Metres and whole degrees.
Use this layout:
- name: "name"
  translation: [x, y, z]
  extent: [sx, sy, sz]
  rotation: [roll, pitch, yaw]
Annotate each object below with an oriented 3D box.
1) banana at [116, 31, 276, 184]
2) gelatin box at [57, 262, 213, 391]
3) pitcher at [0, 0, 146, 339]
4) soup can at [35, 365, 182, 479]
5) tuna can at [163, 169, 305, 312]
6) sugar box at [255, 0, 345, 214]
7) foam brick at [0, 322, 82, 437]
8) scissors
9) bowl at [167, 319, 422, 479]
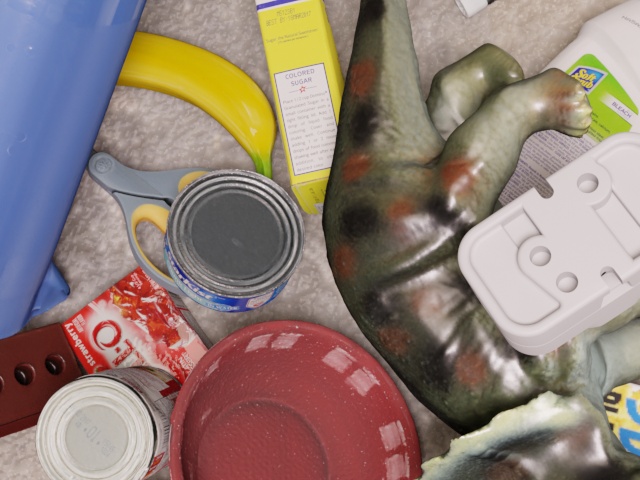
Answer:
- name: "banana"
  translation: [-0.105, -0.104, 0.709]
  extent: [0.198, 0.037, 0.069]
  rotation: [25, 67, 13]
- name: "gelatin box"
  translation: [-0.114, 0.070, 0.689]
  extent: [0.073, 0.030, 0.089]
  rotation: [-37, 77, 1]
- name: "pitcher"
  translation: [-0.201, -0.075, 0.622]
  extent: [0.145, 0.149, 0.243]
  rotation: [35, 110, 21]
- name: "soup can"
  translation: [-0.116, 0.108, 0.616]
  extent: [0.068, 0.102, 0.068]
  rotation: [0, 86, 4]
- name: "tuna can"
  translation: [-0.054, 0.001, 0.664]
  extent: [0.086, 0.034, 0.086]
  rotation: [5, 66, -12]
- name: "sugar box"
  translation: [-0.010, -0.111, 0.672]
  extent: [0.048, 0.093, 0.176]
  rotation: [-10, 79, 4]
- name: "foam brick"
  translation: [-0.195, 0.091, 0.667]
  extent: [0.051, 0.078, 0.053]
  rotation: [-35, 78, 43]
- name: "scissors"
  translation: [-0.122, -0.052, 0.703]
  extent: [0.096, 0.016, 0.202]
  rotation: [-34, 77, -21]
- name: "bowl"
  translation: [-0.022, 0.131, 0.629]
  extent: [0.161, 0.055, 0.162]
  rotation: [11, 65, -24]
